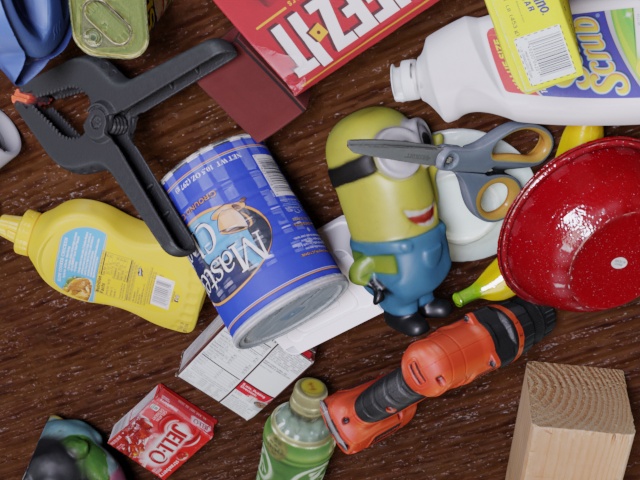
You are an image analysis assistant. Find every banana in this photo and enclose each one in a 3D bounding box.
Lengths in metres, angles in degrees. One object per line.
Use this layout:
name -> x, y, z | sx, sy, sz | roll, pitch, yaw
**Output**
banana -> 0.181, -0.021, 0.862 | 0.037, 0.069, 0.198 | 41, 113, 30

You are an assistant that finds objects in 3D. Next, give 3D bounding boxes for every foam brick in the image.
foam brick -> -0.051, -0.126, 0.834 | 0.051, 0.053, 0.078 | -35, 111, 27

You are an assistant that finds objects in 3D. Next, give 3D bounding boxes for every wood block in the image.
wood block -> 0.226, 0.223, 1.004 | 0.091, 0.090, 0.206 | 5, 124, 4

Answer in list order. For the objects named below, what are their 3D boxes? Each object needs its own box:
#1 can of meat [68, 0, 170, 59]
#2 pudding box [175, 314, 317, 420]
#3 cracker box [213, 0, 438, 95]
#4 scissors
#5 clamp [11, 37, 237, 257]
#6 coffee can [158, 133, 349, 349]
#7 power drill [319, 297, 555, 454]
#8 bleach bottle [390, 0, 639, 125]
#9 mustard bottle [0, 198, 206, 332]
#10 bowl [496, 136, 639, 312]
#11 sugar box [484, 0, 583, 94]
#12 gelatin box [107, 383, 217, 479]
can of meat -> -0.145, -0.197, 0.781 | 0.057, 0.084, 0.102 | 4, 124, 5
pudding box -> -0.069, 0.110, 1.003 | 0.090, 0.039, 0.114 | 35, 123, -14
cracker box -> -0.019, -0.231, 0.746 | 0.164, 0.072, 0.213 | -30, 115, 26
scissors -> 0.097, -0.047, 0.812 | 0.201, 0.016, 0.096 | -13, 127, -31
clamp -> -0.160, -0.081, 0.832 | 0.210, 0.036, 0.164 | 11, 96, 31
coffee can -> -0.056, 0.001, 0.851 | 0.103, 0.102, 0.140 | -39, 74, 28
power drill -> 0.100, 0.113, 0.931 | 0.188, 0.184, 0.057 | -42, 70, 43
bleach bottle -> 0.178, -0.123, 0.781 | 0.251, 0.068, 0.102 | -6, 89, 14
mustard bottle -> -0.192, 0.014, 0.946 | 0.191, 0.058, 0.096 | 17, 126, -3
bowl -> 0.223, 0.001, 0.838 | 0.162, 0.055, 0.162 | -10, 126, -14
sugar box -> 0.134, -0.177, 0.695 | 0.048, 0.176, 0.093 | -15, 121, 20
gelatin box -> -0.160, 0.194, 1.079 | 0.073, 0.030, 0.089 | 38, 121, -16
